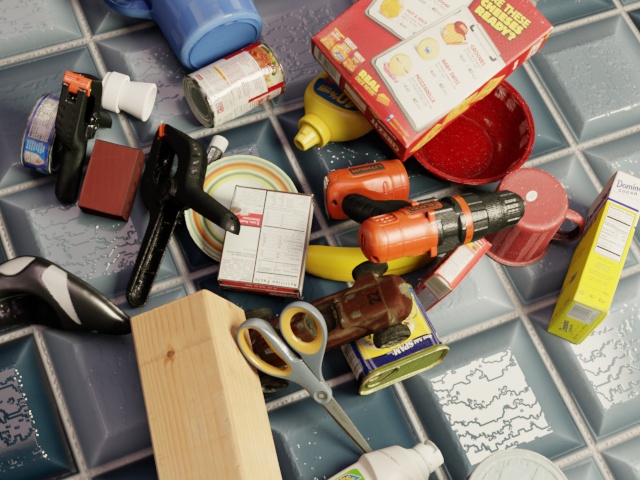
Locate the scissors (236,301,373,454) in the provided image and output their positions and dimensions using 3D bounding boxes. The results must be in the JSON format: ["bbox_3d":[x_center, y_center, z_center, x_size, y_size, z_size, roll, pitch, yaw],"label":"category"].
[{"bbox_3d":[0.008,0.134,1.053,0.201,0.096,0.016,39,23,-12],"label":"scissors"}]

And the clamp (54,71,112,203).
[{"bbox_3d":[-0.258,-0.114,1.133,0.039,0.171,0.120,13,71,1],"label":"clamp"}]

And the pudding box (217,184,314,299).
[{"bbox_3d":[-0.058,0.001,1.142,0.090,0.039,0.113,8,72,2],"label":"pudding box"}]

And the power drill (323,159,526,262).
[{"bbox_3d":[0.098,-0.038,1.135,0.184,0.188,0.057,-12,110,-21],"label":"power drill"}]

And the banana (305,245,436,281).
[{"bbox_3d":[0.064,0.013,1.183,0.197,0.037,0.070,-16,48,-16],"label":"banana"}]

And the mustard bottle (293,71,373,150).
[{"bbox_3d":[0.037,-0.171,1.254,0.096,0.058,0.191,33,64,25],"label":"mustard bottle"}]

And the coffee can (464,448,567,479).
[{"bbox_3d":[0.170,0.265,1.010,0.102,0.140,0.103,3,63,-6],"label":"coffee can"}]

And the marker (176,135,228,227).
[{"bbox_3d":[-0.135,-0.066,1.202,0.020,0.020,0.121,21,63,3],"label":"marker"}]

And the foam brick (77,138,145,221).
[{"bbox_3d":[-0.226,-0.064,1.157,0.051,0.053,0.078,15,84,-4],"label":"foam brick"}]

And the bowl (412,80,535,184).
[{"bbox_3d":[0.166,-0.124,1.251,0.162,0.055,0.162,3,63,-6],"label":"bowl"}]

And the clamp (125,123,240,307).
[{"bbox_3d":[-0.148,-0.048,1.140,0.036,0.165,0.210,29,44,-40],"label":"clamp"}]

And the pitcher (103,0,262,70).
[{"bbox_3d":[-0.176,-0.321,1.268,0.144,0.149,0.243,-4,60,-53],"label":"pitcher"}]

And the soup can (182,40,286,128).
[{"bbox_3d":[-0.100,-0.180,1.236,0.102,0.068,0.068,-30,71,-19],"label":"soup can"}]

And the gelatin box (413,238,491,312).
[{"bbox_3d":[0.137,0.033,1.149,0.030,0.089,0.073,43,65,3],"label":"gelatin box"}]

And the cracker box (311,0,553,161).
[{"bbox_3d":[0.121,-0.219,1.188,0.213,0.072,0.164,-39,82,-7],"label":"cracker box"}]

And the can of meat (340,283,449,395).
[{"bbox_3d":[0.070,0.103,1.125,0.102,0.057,0.084,-20,67,-16],"label":"can of meat"}]

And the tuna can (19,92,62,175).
[{"bbox_3d":[-0.296,-0.116,1.167,0.034,0.086,0.086,18,63,0],"label":"tuna can"}]

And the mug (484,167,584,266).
[{"bbox_3d":[0.238,-0.025,1.197,0.117,0.081,0.093,17,63,1],"label":"mug"}]

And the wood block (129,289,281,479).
[{"bbox_3d":[-0.110,0.165,1.035,0.091,0.090,0.206,-21,65,15],"label":"wood block"}]

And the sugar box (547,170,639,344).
[{"bbox_3d":[0.306,0.018,1.179,0.048,0.093,0.176,22,62,3],"label":"sugar box"}]

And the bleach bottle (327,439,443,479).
[{"bbox_3d":[0.019,0.274,1.015,0.250,0.068,0.103,-31,35,-22],"label":"bleach bottle"}]
